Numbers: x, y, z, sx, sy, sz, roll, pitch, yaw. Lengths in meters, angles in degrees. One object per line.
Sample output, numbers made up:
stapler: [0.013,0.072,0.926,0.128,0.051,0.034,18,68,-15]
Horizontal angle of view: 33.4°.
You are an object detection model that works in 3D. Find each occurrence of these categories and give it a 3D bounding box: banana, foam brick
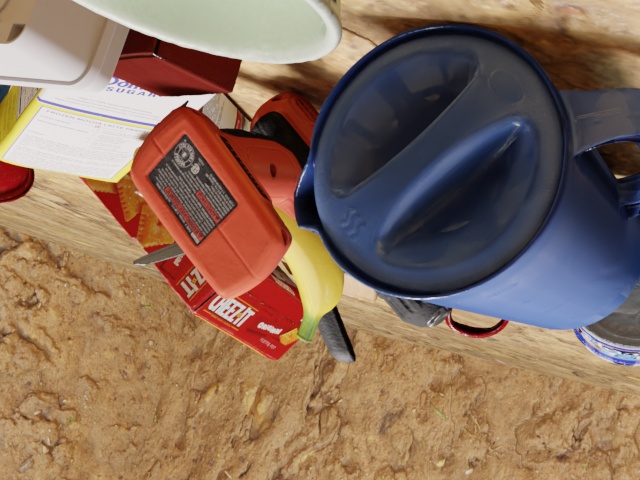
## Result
banana: [-0.040,-0.010,0.722,0.197,0.069,0.037,49,171,-29]
foam brick: [-0.078,-0.109,0.558,0.051,0.053,0.078,22,172,-37]

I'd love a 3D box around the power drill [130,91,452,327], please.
power drill: [-0.011,-0.014,0.630,0.184,0.057,0.187,50,-158,15]

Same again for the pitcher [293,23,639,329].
pitcher: [0.113,-0.019,0.590,0.149,0.145,0.242,34,-173,30]

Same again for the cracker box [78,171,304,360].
cracker box: [-0.114,0.002,0.986,0.214,0.072,0.164,46,-177,32]

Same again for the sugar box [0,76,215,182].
sugar box: [-0.141,-0.089,0.677,0.093,0.048,0.177,10,158,-29]
